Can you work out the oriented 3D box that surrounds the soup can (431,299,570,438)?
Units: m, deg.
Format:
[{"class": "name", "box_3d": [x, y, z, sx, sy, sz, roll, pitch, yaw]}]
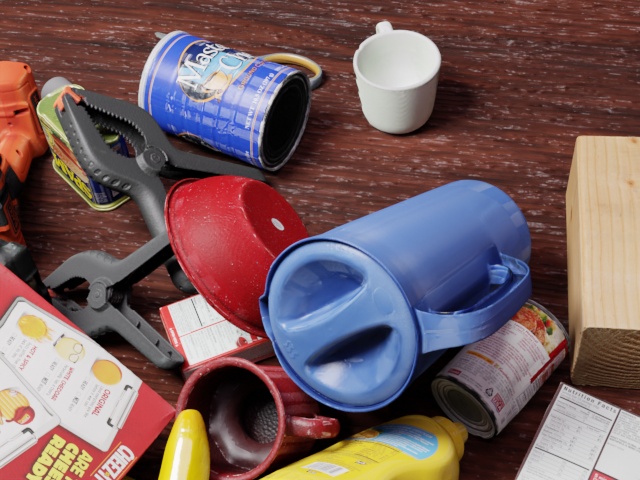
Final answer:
[{"class": "soup can", "box_3d": [0.148, 0.104, 0.874, 0.069, 0.068, 0.102, 35, 63, 27]}]

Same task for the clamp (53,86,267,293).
[{"class": "clamp", "box_3d": [-0.150, -0.070, 0.983, 0.210, 0.036, 0.164, 45, 45, -6]}]

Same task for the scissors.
[{"class": "scissors", "box_3d": [-0.099, -0.179, 1.144, 0.202, 0.016, 0.096, 10, 54, 12]}]

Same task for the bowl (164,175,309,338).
[{"class": "bowl", "box_3d": [-0.056, 0.001, 0.911, 0.055, 0.161, 0.162, -35, 48, 25]}]

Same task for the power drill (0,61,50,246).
[{"class": "power drill", "box_3d": [-0.305, -0.086, 0.995, 0.057, 0.184, 0.187, -2, 43, 2]}]

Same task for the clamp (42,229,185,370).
[{"class": "clamp", "box_3d": [-0.179, 0.058, 0.929, 0.172, 0.039, 0.120, -11, 72, 32]}]

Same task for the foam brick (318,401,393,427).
[{"class": "foam brick", "box_3d": [0.024, 0.117, 0.884, 0.078, 0.051, 0.053, 8, 52, 10]}]

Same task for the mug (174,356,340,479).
[{"class": "mug", "box_3d": [-0.040, 0.137, 0.816, 0.117, 0.081, 0.093, -1, 83, 25]}]

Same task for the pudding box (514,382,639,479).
[{"class": "pudding box", "box_3d": [0.207, 0.177, 0.832, 0.090, 0.039, 0.113, 22, 55, 21]}]

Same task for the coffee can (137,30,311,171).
[{"class": "coffee can", "box_3d": [-0.094, -0.139, 1.058, 0.140, 0.103, 0.102, 21, 57, 19]}]

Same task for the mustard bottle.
[{"class": "mustard bottle", "box_3d": [0.047, 0.174, 0.802, 0.096, 0.058, 0.191, 2, 13, 45]}]

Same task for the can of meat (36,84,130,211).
[{"class": "can of meat", "box_3d": [-0.227, -0.092, 1.043, 0.057, 0.084, 0.102, -36, 58, -22]}]

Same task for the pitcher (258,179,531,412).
[{"class": "pitcher", "box_3d": [0.083, 0.031, 0.845, 0.149, 0.145, 0.242, 45, 36, 14]}]

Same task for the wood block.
[{"class": "wood block", "box_3d": [0.262, 0.016, 0.919, 0.090, 0.091, 0.206, 3, 53, 7]}]

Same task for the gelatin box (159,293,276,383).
[{"class": "gelatin box", "box_3d": [-0.088, 0.079, 0.935, 0.089, 0.030, 0.073, -20, 52, -10]}]

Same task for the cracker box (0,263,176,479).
[{"class": "cracker box", "box_3d": [-0.236, 0.118, 0.768, 0.213, 0.072, 0.164, 40, 36, 1]}]

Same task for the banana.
[{"class": "banana", "box_3d": [-0.124, 0.209, 0.739, 0.069, 0.037, 0.197, 50, 56, -16]}]
